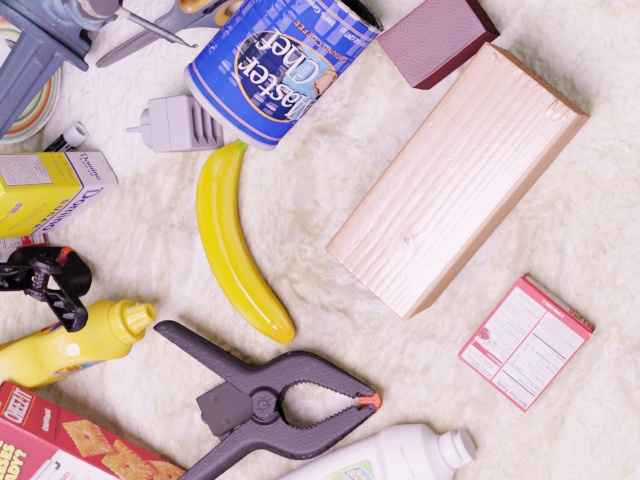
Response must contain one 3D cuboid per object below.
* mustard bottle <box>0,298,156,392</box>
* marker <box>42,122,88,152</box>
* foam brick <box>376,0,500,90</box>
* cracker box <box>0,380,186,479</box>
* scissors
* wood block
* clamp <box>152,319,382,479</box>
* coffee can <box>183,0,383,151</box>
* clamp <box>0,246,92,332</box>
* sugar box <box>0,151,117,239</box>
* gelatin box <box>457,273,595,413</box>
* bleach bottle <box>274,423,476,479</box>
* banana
[{"bbox_3d":[-0.235,0.099,0.998,0.192,0.096,0.058,-23,86,22],"label":"mustard bottle"},{"bbox_3d":[-0.274,-0.072,1.040,0.121,0.020,0.020,-37,81,21],"label":"marker"},{"bbox_3d":[0.097,-0.165,0.867,0.078,0.051,0.053,-35,83,21],"label":"foam brick"},{"bbox_3d":[-0.239,0.249,0.983,0.213,0.072,0.164,31,107,-13],"label":"cracker box"},{"bbox_3d":[-0.119,-0.190,0.961,0.202,0.096,0.016,-30,55,50],"label":"scissors"},{"bbox_3d":[0.109,-0.047,0.853,0.091,0.090,0.206,42,108,12],"label":"wood block"},{"bbox_3d":[-0.052,0.156,0.937,0.210,0.036,0.164,2,81,8],"label":"clamp"},{"bbox_3d":[-0.031,-0.159,0.891,0.140,0.102,0.103,-45,78,19],"label":"coffee can"},{"bbox_3d":[-0.261,0.033,0.961,0.120,0.171,0.039,25,98,-12],"label":"clamp"},{"bbox_3d":[-0.266,-0.039,0.955,0.093,0.176,0.048,-33,81,21],"label":"sugar box"},{"bbox_3d":[0.167,0.084,0.873,0.073,0.030,0.089,39,108,13],"label":"gelatin box"},{"bbox_3d":[0.023,0.235,0.928,0.251,0.068,0.102,-29,84,19],"label":"bleach bottle"},{"bbox_3d":[-0.074,0.001,0.957,0.070,0.037,0.198,-11,91,22],"label":"banana"}]
